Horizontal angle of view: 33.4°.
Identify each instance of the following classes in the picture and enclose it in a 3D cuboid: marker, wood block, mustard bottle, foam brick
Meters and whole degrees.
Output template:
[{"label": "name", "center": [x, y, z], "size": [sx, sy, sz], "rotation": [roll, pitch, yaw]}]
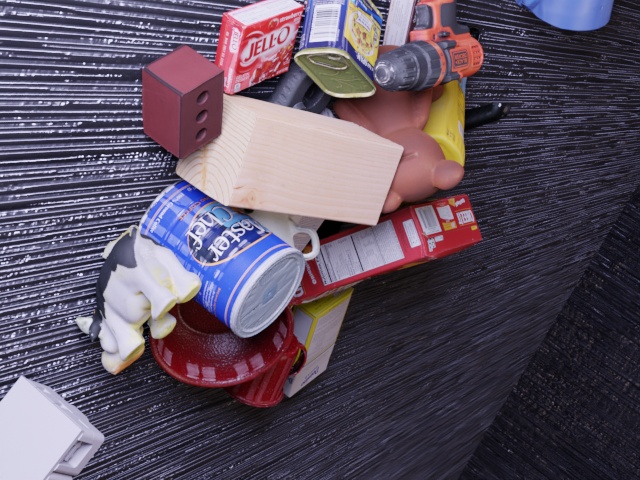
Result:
[{"label": "marker", "center": [-0.131, 0.107, 1.296], "size": [0.020, 0.020, 0.121], "rotation": [-59, 157, 12]}, {"label": "wood block", "center": [-0.027, -0.079, 1.057], "size": [0.205, 0.090, 0.091], "rotation": [6, 109, -45]}, {"label": "mustard bottle", "center": [0.152, -0.180, 1.313], "size": [0.096, 0.058, 0.191], "rotation": [56, 36, -56]}, {"label": "foam brick", "center": [-0.122, -0.122, 0.944], "size": [0.052, 0.051, 0.078], "rotation": [-39, 153, -33]}]

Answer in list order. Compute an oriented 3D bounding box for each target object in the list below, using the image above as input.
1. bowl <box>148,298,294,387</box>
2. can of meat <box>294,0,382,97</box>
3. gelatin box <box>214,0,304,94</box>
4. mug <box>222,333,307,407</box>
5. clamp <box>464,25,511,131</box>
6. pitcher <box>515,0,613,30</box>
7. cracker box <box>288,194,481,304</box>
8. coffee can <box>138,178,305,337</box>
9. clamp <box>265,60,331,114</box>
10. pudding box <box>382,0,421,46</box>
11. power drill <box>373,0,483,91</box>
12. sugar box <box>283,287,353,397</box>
[{"label": "bowl", "center": [-0.113, 0.089, 1.198], "size": [0.162, 0.055, 0.162], "rotation": [-6, 126, -9]}, {"label": "can of meat", "center": [0.021, -0.201, 1.059], "size": [0.102, 0.058, 0.084], "rotation": [35, 60, -59]}, {"label": "gelatin box", "center": [-0.059, -0.185, 1.006], "size": [0.089, 0.030, 0.073], "rotation": [-31, 148, -44]}, {"label": "mug", "center": [-0.067, 0.155, 1.381], "size": [0.117, 0.093, 0.082], "rotation": [5, 121, -34]}, {"label": "clamp", "center": [0.172, -0.156, 1.399], "size": [0.036, 0.164, 0.210], "rotation": [14, 127, -26]}, {"label": "pitcher", "center": [0.354, -0.410, 1.389], "size": [0.149, 0.145, 0.243], "rotation": [-77, 179, -50]}, {"label": "cracker box", "center": [0.073, 0.012, 1.349], "size": [0.214, 0.072, 0.163], "rotation": [-21, 176, 32]}, {"label": "coffee can", "center": [-0.100, 0.016, 1.065], "size": [0.102, 0.140, 0.103], "rotation": [-43, 155, -26]}, {"label": "clamp", "center": [-0.040, -0.135, 1.109], "size": [0.171, 0.039, 0.120], "rotation": [-57, 158, 2]}, {"label": "pudding box", "center": [0.116, -0.263, 1.235], "size": [0.089, 0.039, 0.113], "rotation": [-41, 154, -30]}, {"label": "power drill", "center": [0.102, -0.248, 1.092], "size": [0.184, 0.057, 0.188], "rotation": [-23, 110, -53]}, {"label": "sugar box", "center": [-0.014, 0.139, 1.545], "size": [0.093, 0.048, 0.176], "rotation": [-33, 153, -43]}]
